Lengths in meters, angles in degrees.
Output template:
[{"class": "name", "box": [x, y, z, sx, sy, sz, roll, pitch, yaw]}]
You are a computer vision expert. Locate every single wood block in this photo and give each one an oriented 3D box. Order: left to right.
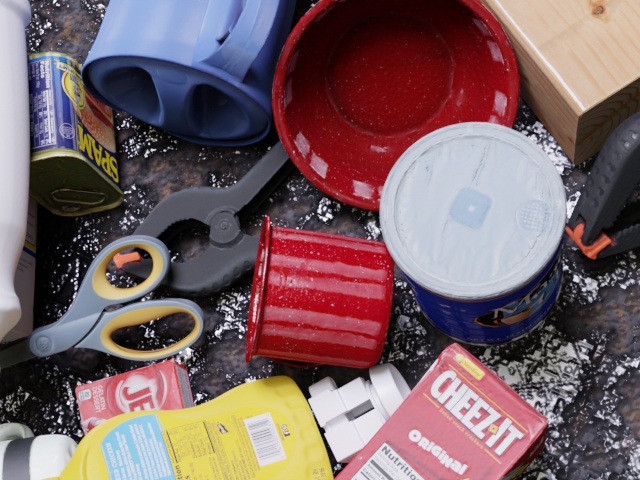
[{"class": "wood block", "box": [0.149, -0.167, 0.718, 0.091, 0.090, 0.206, -33, 69, 0]}]

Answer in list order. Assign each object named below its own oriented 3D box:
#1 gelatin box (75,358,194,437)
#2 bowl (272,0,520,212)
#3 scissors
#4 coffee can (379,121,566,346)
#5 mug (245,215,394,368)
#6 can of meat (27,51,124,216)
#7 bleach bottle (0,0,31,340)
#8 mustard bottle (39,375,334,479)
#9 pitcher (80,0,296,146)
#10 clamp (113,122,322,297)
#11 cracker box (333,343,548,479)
[{"class": "gelatin box", "box": [-0.120, 0.132, 0.719, 0.073, 0.030, 0.089, -16, 72, 6]}, {"class": "bowl", "box": [0.048, -0.102, 0.714, 0.162, 0.055, 0.162, 0, 115, -1]}, {"class": "scissors", "box": [-0.179, 0.048, 0.713, 0.201, 0.016, 0.096, -4, 104, -5]}, {"class": "coffee can", "box": [0.097, 0.001, 0.652, 0.103, 0.140, 0.103, -3, 73, 11]}, {"class": "mug", "box": [-0.003, 0.044, 0.680, 0.081, 0.117, 0.093, 8, 45, -6]}, {"class": "can of meat", "box": [-0.183, -0.075, 0.758, 0.057, 0.102, 0.084, -12, 69, 9]}, {"class": "bleach bottle", "box": [-0.223, -0.035, 0.673, 0.103, 0.068, 0.251, -18, 72, 22]}, {"class": "mustard bottle", "box": [-0.094, 0.148, 0.654, 0.191, 0.058, 0.096, -11, 56, -18]}, {"class": "pitcher", "box": [-0.066, -0.200, 0.751, 0.149, 0.145, 0.243, 8, 73, 18]}, {"class": "clamp", "box": [-0.055, 0.001, 0.741, 0.171, 0.039, 0.120, -26, 67, 3]}, {"class": "cracker box", "box": [0.033, 0.167, 0.605, 0.072, 0.164, 0.213, 41, 86, 18]}]
